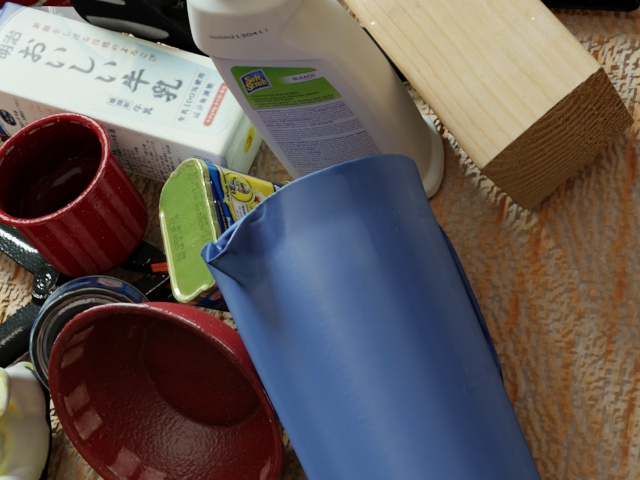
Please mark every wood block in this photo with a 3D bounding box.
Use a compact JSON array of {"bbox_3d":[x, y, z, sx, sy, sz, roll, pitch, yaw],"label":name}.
[{"bbox_3d":[0.093,-0.131,0.683,0.090,0.090,0.206,-41,61,13],"label":"wood block"}]

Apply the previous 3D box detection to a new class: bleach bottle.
[{"bbox_3d":[-0.003,-0.101,0.644,0.103,0.250,0.068,-9,62,17],"label":"bleach bottle"}]

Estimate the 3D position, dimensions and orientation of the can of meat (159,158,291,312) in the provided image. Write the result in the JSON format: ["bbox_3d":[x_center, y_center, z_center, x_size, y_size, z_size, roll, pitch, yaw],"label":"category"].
[{"bbox_3d":[-0.055,0.001,0.704,0.058,0.083,0.102,-39,53,34],"label":"can of meat"}]

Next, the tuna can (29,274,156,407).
[{"bbox_3d":[-0.151,0.068,0.718,0.086,0.034,0.086,-1,100,-6],"label":"tuna can"}]

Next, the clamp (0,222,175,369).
[{"bbox_3d":[-0.197,0.046,0.775,0.210,0.036,0.164,-2,65,21],"label":"clamp"}]

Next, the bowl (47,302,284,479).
[{"bbox_3d":[-0.086,0.096,0.663,0.162,0.162,0.055,4,29,23],"label":"bowl"}]

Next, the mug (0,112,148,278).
[{"bbox_3d":[-0.182,-0.026,0.739,0.117,0.081,0.093,-5,56,17],"label":"mug"}]

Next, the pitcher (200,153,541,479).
[{"bbox_3d":[0.045,0.083,0.591,0.149,0.145,0.243,-22,77,-6],"label":"pitcher"}]
